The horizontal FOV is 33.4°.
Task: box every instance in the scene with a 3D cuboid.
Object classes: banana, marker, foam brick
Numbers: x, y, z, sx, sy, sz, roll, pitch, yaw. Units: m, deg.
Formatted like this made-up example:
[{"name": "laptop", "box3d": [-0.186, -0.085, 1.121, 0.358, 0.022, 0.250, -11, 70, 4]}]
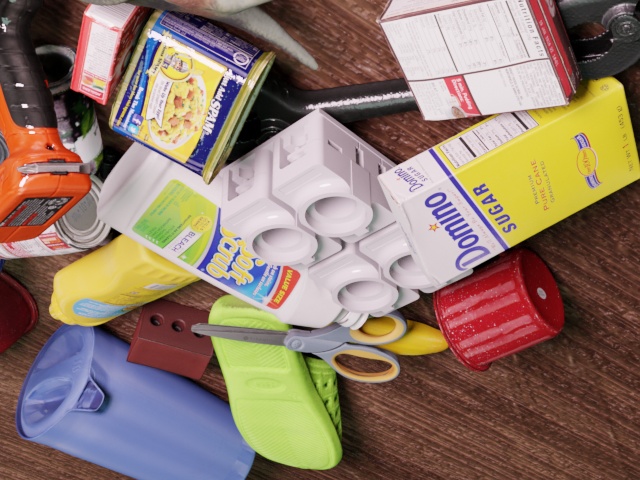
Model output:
[{"name": "banana", "box3d": [0.032, 0.067, 1.000, 0.197, 0.037, 0.070, 33, 136, -28]}, {"name": "marker", "box3d": [-0.186, -0.038, 0.926, 0.020, 0.020, 0.121, 14, 142, -6]}, {"name": "foam brick", "box3d": [-0.146, 0.097, 1.062, 0.078, 0.053, 0.051, 16, 142, -10]}]

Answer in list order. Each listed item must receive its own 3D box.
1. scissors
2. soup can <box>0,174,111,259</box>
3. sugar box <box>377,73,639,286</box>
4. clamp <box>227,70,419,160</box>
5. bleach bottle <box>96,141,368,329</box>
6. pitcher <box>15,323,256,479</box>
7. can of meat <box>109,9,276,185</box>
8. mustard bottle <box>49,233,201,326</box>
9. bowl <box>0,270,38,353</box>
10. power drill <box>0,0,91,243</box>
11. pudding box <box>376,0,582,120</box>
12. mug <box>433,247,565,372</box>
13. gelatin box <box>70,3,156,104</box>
[{"name": "scissors", "box3d": [-0.007, 0.079, 0.974, 0.201, 0.016, 0.096, 21, 120, -20]}, {"name": "soup can", "box3d": [-0.234, -0.021, 0.902, 0.102, 0.068, 0.068, -6, 141, 36]}, {"name": "sugar box", "box3d": [0.138, -0.045, 0.765, 0.176, 0.048, 0.093, -30, 131, -2]}, {"name": "clamp", "box3d": [-0.032, -0.083, 0.824, 0.210, 0.036, 0.165, 10, 142, -8]}, {"name": "bleach bottle", "box3d": [-0.056, 0.001, 0.894, 0.250, 0.068, 0.103, 32, 122, -24]}, {"name": "pitcher", "box3d": [-0.193, 0.188, 1.139, 0.145, 0.149, 0.242, -38, 126, 26]}, {"name": "can of meat", "box3d": [-0.091, -0.103, 0.745, 0.084, 0.057, 0.102, 28, 116, -2]}, {"name": "mustard bottle", "box3d": [-0.187, 0.037, 0.980, 0.192, 0.058, 0.096, -25, 162, 37]}, {"name": "bowl", "box3d": [-0.373, 0.079, 1.084, 0.162, 0.055, 0.162, 6, 142, 5]}, {"name": "power drill", "box3d": [-0.226, -0.097, 0.738, 0.057, 0.188, 0.185, -7, 164, -39]}, {"name": "pudding box", "box3d": [0.106, -0.128, 0.709, 0.114, 0.039, 0.090, -4, 130, 35]}, {"name": "mug", "box3d": [0.151, 0.047, 0.921, 0.082, 0.093, 0.117, -27, 93, 31]}, {"name": "gelatin box", "box3d": [-0.133, -0.148, 0.720, 0.030, 0.089, 0.073, 25, 141, -4]}]
